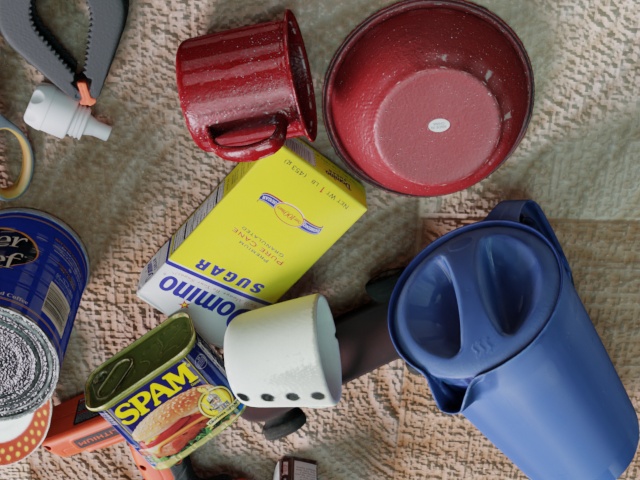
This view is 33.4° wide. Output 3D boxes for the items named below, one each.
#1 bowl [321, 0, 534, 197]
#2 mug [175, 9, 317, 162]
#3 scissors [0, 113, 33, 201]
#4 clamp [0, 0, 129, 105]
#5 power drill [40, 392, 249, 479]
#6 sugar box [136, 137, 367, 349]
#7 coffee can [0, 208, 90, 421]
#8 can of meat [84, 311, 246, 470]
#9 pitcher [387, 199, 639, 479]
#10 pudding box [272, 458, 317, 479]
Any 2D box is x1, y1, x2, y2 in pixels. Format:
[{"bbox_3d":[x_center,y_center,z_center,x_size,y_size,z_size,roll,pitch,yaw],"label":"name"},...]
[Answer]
[{"bbox_3d":[0.082,-0.092,0.781,0.162,0.055,0.162,-1,119,-2],"label":"bowl"},{"bbox_3d":[-0.051,-0.099,0.742,0.081,0.117,0.093,-10,142,9],"label":"mug"},{"bbox_3d":[-0.256,-0.097,0.745,0.096,0.016,0.202,-32,141,-22],"label":"scissors"},{"bbox_3d":[-0.177,-0.196,0.725,0.164,0.036,0.210,-18,119,4],"label":"clamp"},{"bbox_3d":[-0.167,0.216,0.946,0.184,0.057,0.187,-24,120,8],"label":"power drill"},{"bbox_3d":[-0.055,0.001,0.834,0.093,0.048,0.176,35,112,-20],"label":"sugar box"},{"bbox_3d":[-0.235,0.052,0.802,0.103,0.140,0.103,-1,119,-2],"label":"coffee can"},{"bbox_3d":[-0.119,0.120,0.840,0.102,0.057,0.084,-34,119,3],"label":"can of meat"},{"bbox_3d":[0.166,0.094,0.833,0.149,0.145,0.242,-37,132,5],"label":"pitcher"},{"bbox_3d":[-0.031,0.266,0.959,0.039,0.090,0.114,10,118,-7],"label":"pudding box"}]
